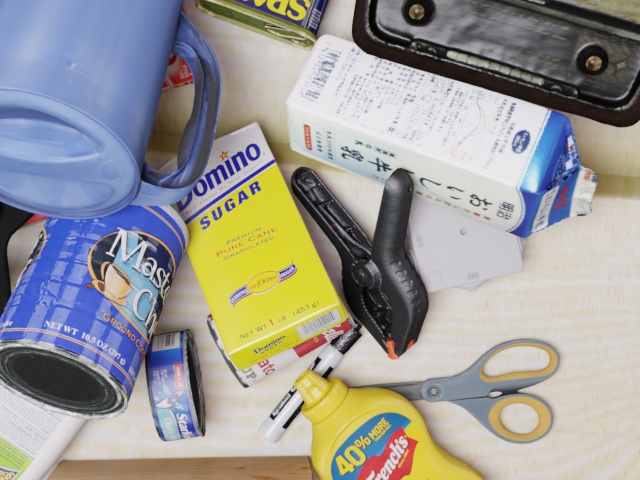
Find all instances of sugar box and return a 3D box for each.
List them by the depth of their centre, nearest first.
[{"bbox_3d":[-0.056,0.001,0.819,0.093,0.048,0.176,-25,65,-2],"label":"sugar box"}]

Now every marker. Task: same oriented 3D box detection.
[{"bbox_3d":[-0.007,0.115,0.878,0.020,0.020,0.121,39,90,-4],"label":"marker"}]

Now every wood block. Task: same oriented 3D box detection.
[{"bbox_3d":[-0.109,0.225,0.844,0.206,0.090,0.091,-1,93,-3],"label":"wood block"}]

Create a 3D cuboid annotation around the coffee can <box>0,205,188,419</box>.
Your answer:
[{"bbox_3d":[-0.162,0.040,0.752,0.103,0.103,0.140,18,56,-3],"label":"coffee can"}]

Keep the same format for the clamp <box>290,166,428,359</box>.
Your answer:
[{"bbox_3d":[0.048,0.014,0.833,0.039,0.120,0.171,-36,108,-30],"label":"clamp"}]

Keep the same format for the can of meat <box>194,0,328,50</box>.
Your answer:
[{"bbox_3d":[-0.037,-0.209,0.845,0.102,0.057,0.084,20,89,-4],"label":"can of meat"}]

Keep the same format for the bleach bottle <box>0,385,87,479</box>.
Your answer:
[{"bbox_3d":[-0.247,0.141,0.848,0.102,0.068,0.251,38,93,-1],"label":"bleach bottle"}]

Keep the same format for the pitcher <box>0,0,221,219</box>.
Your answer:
[{"bbox_3d":[-0.151,-0.141,0.738,0.145,0.149,0.242,-3,55,21],"label":"pitcher"}]

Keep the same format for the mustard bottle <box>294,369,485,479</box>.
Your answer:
[{"bbox_3d":[0.050,0.176,0.856,0.096,0.058,0.191,-43,98,0],"label":"mustard bottle"}]

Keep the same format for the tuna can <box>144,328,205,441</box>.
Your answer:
[{"bbox_3d":[-0.114,0.114,0.840,0.033,0.086,0.086,-9,93,-1],"label":"tuna can"}]

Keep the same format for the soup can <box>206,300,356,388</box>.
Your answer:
[{"bbox_3d":[-0.032,0.064,0.851,0.102,0.068,0.068,-30,94,-1],"label":"soup can"}]

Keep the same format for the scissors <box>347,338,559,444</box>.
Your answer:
[{"bbox_3d":[0.106,0.141,0.886,0.201,0.016,0.096,-18,93,-1],"label":"scissors"}]
